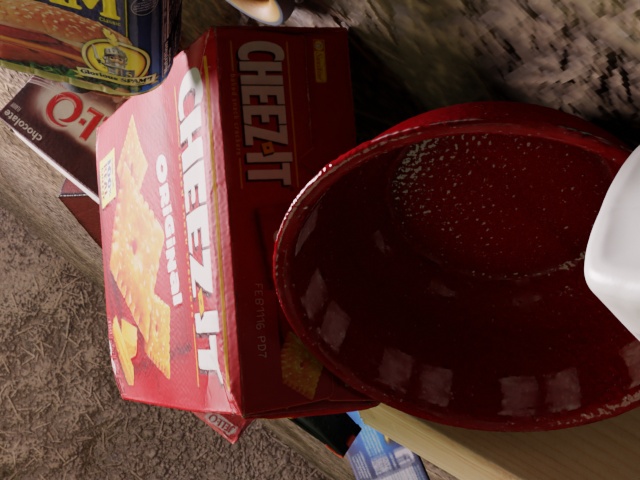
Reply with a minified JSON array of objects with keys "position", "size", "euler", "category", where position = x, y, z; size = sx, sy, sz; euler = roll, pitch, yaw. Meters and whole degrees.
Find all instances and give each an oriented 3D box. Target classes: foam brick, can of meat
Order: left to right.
[{"position":[-0.104,-0.108,0.427],"size":[0.102,0.057,0.084],"euler":[15,153,-1],"category":"can of meat"},{"position":[-0.144,-0.030,0.781],"size":[0.051,0.053,0.078],"euler":[-2,144,25],"category":"foam brick"}]

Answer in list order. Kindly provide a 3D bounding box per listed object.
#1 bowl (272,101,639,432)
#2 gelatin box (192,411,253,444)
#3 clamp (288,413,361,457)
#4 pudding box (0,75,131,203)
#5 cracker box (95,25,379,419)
[{"position":[0.066,0.003,0.401],"size":[0.162,0.055,0.162],"euler":[7,136,7],"category":"bowl"},{"position":[-0.082,0.109,0.773],"size":[0.073,0.030,0.089],"euler":[38,178,-3],"category":"gelatin box"},{"position":[-0.032,0.099,0.746],"size":[0.171,0.039,0.120],"euler":[37,174,-17],"category":"clamp"},{"position":[-0.143,-0.079,0.715],"size":[0.113,0.090,0.039],"euler":[37,167,14],"category":"pudding box"},{"position":[-0.053,0.001,0.532],"size":[0.072,0.164,0.214],"euler":[-4,176,-24],"category":"cracker box"}]
